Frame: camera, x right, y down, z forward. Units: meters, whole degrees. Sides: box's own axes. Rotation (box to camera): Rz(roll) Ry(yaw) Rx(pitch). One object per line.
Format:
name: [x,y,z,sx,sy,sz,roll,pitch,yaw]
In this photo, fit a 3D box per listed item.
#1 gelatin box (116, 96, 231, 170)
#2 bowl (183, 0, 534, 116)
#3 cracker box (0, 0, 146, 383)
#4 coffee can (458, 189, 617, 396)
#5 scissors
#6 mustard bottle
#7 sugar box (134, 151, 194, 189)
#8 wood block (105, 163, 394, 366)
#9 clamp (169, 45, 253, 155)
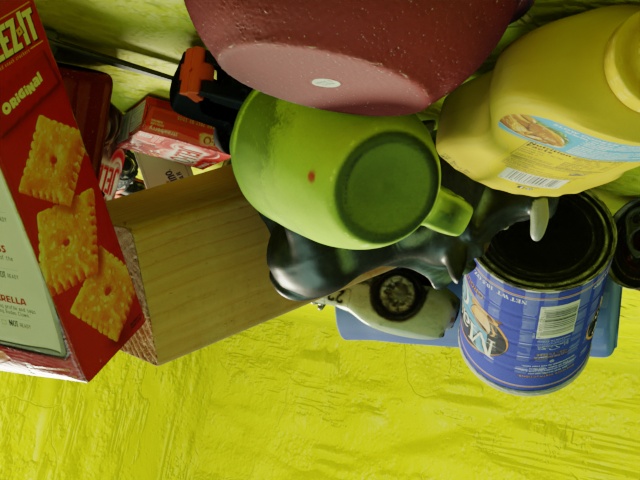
gelatin box: [-0.108,-0.079,0.806,0.073,0.030,0.089,14,172,-21]
bowl: [0.006,-0.092,0.450,0.162,0.055,0.162,11,173,1]
cracker box: [-0.207,-0.030,0.598,0.164,0.214,0.072,3,-148,28]
coffee can: [0.154,0.035,0.780,0.103,0.102,0.140,10,144,12]
scissors: [-0.186,-0.123,0.658,0.201,0.016,0.096,17,172,-34]
mustard bottle: [0.121,-0.062,0.483,0.096,0.058,0.192,13,173,-7]
sugar box: [-0.114,-0.006,0.931,0.048,0.093,0.176,-19,155,-9]
wood block: [-0.055,0.000,0.724,0.205,0.090,0.091,-21,-160,-36]
clamp: [-0.049,-0.081,0.671,0.120,0.039,0.171,-5,165,30]
